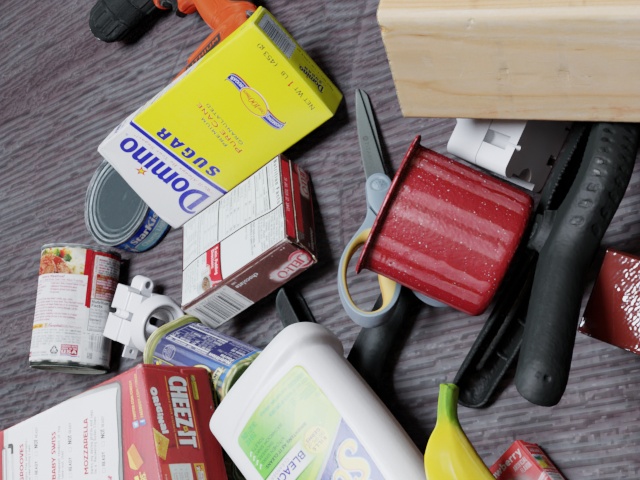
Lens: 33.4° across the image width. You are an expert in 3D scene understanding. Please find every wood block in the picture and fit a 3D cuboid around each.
[{"bbox_3d":[0.146,-0.126,0.585,0.206,0.090,0.090,4,58,19],"label":"wood block"}]

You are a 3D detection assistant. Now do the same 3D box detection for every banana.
[{"bbox_3d":[0.127,0.159,0.568,0.198,0.037,0.070,35,96,16],"label":"banana"}]

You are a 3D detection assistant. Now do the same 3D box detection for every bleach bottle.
[{"bbox_3d":[0.041,0.166,0.624,0.102,0.068,0.251,-50,57,9],"label":"bleach bottle"}]

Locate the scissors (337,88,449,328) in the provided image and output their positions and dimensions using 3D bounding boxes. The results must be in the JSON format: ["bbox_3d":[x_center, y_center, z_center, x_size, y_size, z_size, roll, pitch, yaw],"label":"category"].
[{"bbox_3d":[0.059,-0.027,0.731,0.096,0.016,0.201,5,55,7],"label":"scissors"}]

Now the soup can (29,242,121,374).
[{"bbox_3d":[-0.207,0.059,0.904,0.069,0.068,0.102,-7,74,39],"label":"soup can"}]

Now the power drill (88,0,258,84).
[{"bbox_3d":[-0.115,-0.190,0.903,0.185,0.057,0.188,-40,55,23],"label":"power drill"}]

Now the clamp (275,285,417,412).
[{"bbox_3d":[0.022,0.094,0.720,0.120,0.039,0.171,-26,59,38],"label":"clamp"}]

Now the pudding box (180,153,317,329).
[{"bbox_3d":[-0.055,0.001,0.799,0.114,0.039,0.090,-32,41,27],"label":"pudding box"}]

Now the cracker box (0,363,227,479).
[{"bbox_3d":[-0.155,0.194,0.723,0.214,0.072,0.164,-28,66,33],"label":"cracker box"}]

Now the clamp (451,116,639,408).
[{"bbox_3d":[0.137,0.005,0.603,0.036,0.164,0.210,25,86,-2],"label":"clamp"}]

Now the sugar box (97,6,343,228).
[{"bbox_3d":[-0.079,-0.090,0.821,0.176,0.093,0.048,-35,17,27],"label":"sugar box"}]

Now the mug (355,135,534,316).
[{"bbox_3d":[0.079,-0.009,0.658,0.081,0.117,0.093,25,109,5],"label":"mug"}]

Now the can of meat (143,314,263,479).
[{"bbox_3d":[-0.075,0.115,0.765,0.084,0.057,0.102,17,120,38],"label":"can of meat"}]

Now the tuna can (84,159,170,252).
[{"bbox_3d":[-0.162,-0.033,0.914,0.086,0.033,0.086,-13,69,37],"label":"tuna can"}]
